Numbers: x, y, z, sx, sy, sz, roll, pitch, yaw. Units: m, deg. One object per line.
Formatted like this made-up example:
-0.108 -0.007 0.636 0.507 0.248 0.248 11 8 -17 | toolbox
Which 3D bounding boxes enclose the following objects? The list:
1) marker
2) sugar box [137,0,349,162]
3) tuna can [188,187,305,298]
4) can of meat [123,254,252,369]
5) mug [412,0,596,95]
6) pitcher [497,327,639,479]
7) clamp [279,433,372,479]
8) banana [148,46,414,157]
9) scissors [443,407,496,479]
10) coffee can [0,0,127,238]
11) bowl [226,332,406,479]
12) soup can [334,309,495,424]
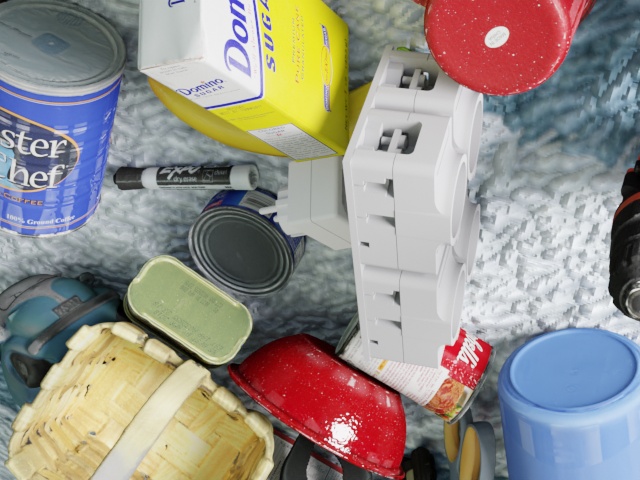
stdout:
-0.104 -0.048 0.810 0.121 0.020 0.020 1 126 24 | marker
-0.037 -0.114 0.617 0.048 0.093 0.176 -7 166 23 | sugar box
-0.055 0.001 0.816 0.086 0.033 0.086 12 130 15 | tuna can
-0.104 0.056 0.840 0.102 0.057 0.084 34 169 -4 | can of meat
0.096 -0.140 0.606 0.117 0.081 0.093 23 132 6 | mug
0.211 0.189 0.786 0.149 0.145 0.243 -22 120 -12 | pitcher
0.000 0.234 0.895 0.120 0.171 0.039 -15 163 -11 | clamp
-0.027 -0.091 0.733 0.198 0.037 0.069 -1 96 21 | banana
0.111 0.210 0.866 0.016 0.096 0.202 -2 129 -11 | scissors
-0.200 -0.086 0.766 0.103 0.102 0.140 25 132 4 | coffee can
0.009 0.119 0.830 0.162 0.162 0.055 32 91 -2 | bowl
0.070 0.083 0.802 0.102 0.068 0.069 31 132 0 | soup can
